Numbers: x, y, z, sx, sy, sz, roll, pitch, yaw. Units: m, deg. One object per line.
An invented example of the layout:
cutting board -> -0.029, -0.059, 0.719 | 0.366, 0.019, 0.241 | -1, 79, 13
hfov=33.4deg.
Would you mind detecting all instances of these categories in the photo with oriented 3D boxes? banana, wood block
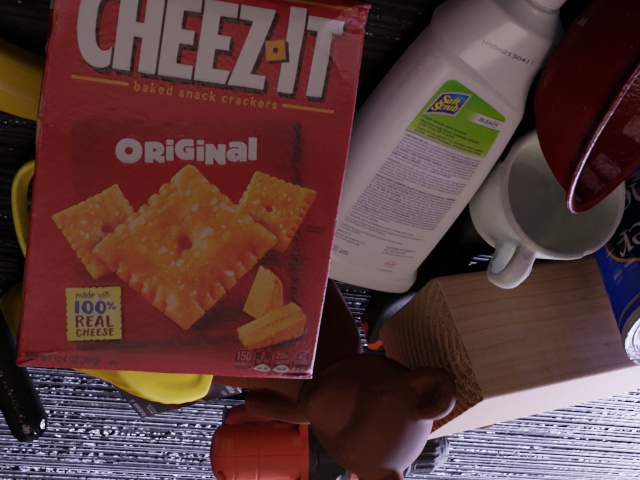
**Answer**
banana -> -0.187, -0.109, 0.585 | 0.070, 0.037, 0.197 | -25, 139, 24
wood block -> 0.160, 0.072, 0.773 | 0.205, 0.090, 0.091 | -7, 155, -29

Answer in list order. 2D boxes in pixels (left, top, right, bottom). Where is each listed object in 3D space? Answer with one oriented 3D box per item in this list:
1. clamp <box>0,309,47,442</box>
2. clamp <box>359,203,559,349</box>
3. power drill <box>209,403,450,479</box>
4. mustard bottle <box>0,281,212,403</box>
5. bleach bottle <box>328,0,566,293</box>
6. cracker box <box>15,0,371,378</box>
clamp -> -0.231, 0.025, 0.686 | 0.036, 0.165, 0.210 | -30, 145, -36
clamp -> 0.106, 0.034, 0.814 | 0.120, 0.039, 0.172 | 22, 135, -32
power drill -> -0.005, 0.165, 0.877 | 0.184, 0.057, 0.188 | 2, 173, -11
mustard bottle -> -0.167, 0.064, 0.738 | 0.192, 0.058, 0.096 | 9, 168, 40
bleach bottle -> 0.076, -0.070, 0.659 | 0.102, 0.068, 0.251 | 14, 135, -27
cracker box -> -0.072, -0.036, 0.578 | 0.164, 0.072, 0.214 | 6, 101, -16
